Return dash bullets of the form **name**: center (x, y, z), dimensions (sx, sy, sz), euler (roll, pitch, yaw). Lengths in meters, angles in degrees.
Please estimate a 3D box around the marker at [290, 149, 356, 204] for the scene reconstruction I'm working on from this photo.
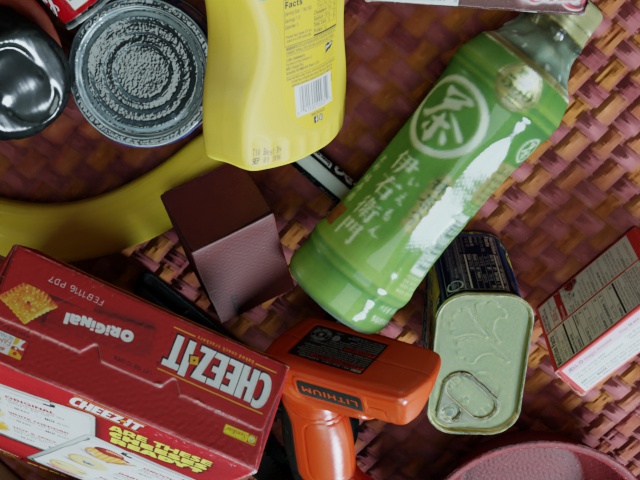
- **marker**: center (0.016, -0.029, 0.657), dimensions (0.121, 0.020, 0.020), euler (40, 112, -20)

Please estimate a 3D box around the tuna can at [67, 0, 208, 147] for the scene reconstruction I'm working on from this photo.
- **tuna can**: center (-0.098, -0.096, 0.602), dimensions (0.086, 0.033, 0.086), euler (1, 105, 2)

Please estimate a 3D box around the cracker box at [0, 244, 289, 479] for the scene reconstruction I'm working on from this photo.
- **cracker box**: center (-0.133, 0.092, 0.636), dimensions (0.164, 0.072, 0.214), euler (25, 153, -13)

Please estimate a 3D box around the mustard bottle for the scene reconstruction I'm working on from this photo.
- **mustard bottle**: center (-0.023, -0.139, 0.556), dimensions (0.058, 0.096, 0.192), euler (21, 124, 31)

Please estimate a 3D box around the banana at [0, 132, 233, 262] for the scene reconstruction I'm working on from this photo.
- **banana**: center (-0.133, -0.024, 0.650), dimensions (0.198, 0.037, 0.069), euler (-10, 118, 6)

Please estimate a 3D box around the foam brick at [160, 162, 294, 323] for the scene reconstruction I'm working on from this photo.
- **foam brick**: center (-0.054, 0.001, 0.632), dimensions (0.053, 0.051, 0.078), euler (-26, 144, -9)

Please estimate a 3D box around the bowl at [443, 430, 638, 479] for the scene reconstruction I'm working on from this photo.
- **bowl**: center (0.147, 0.190, 0.758), dimensions (0.162, 0.055, 0.162), euler (0, 119, 0)

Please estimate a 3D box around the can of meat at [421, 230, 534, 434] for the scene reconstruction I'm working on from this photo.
- **can of meat**: center (0.094, 0.055, 0.667), dimensions (0.057, 0.084, 0.102), euler (1, 119, -1)

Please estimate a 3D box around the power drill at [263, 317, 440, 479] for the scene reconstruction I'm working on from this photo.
- **power drill**: center (0.032, 0.149, 0.656), dimensions (0.185, 0.057, 0.188), euler (13, 121, 26)
